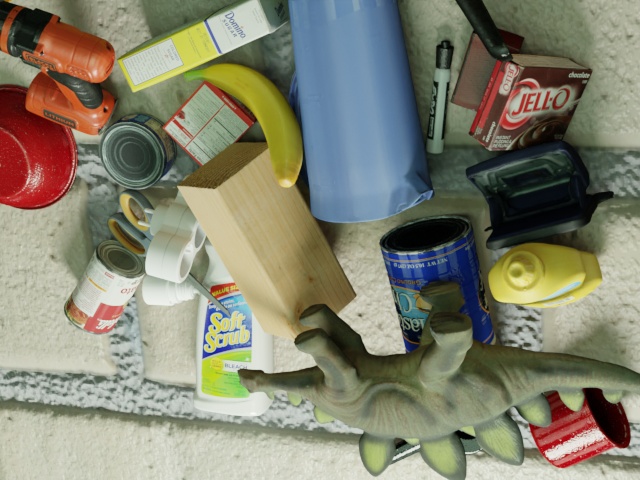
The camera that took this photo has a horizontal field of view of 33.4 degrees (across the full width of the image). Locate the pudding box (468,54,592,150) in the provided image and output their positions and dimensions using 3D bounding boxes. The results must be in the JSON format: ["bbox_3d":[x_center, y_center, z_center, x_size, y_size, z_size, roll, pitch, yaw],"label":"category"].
[{"bbox_3d":[0.210,-0.138,1.065,0.039,0.113,0.090,43,126,37],"label":"pudding box"}]

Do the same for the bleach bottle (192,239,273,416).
[{"bbox_3d":[-0.109,0.085,1.285,0.103,0.068,0.251,5,111,17],"label":"bleach bottle"}]

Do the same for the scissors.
[{"bbox_3d":[-0.177,0.008,1.255,0.202,0.016,0.096,29,132,27],"label":"scissors"}]

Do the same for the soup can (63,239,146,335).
[{"bbox_3d":[-0.265,0.058,1.316,0.068,0.068,0.102,34,117,0],"label":"soup can"}]

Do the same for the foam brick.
[{"bbox_3d":[0.171,-0.175,1.092,0.051,0.053,0.078,19,118,8],"label":"foam brick"}]

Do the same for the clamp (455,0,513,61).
[{"bbox_3d":[0.130,-0.269,1.037,0.210,0.036,0.164,19,83,21],"label":"clamp"}]

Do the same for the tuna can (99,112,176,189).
[{"bbox_3d":[-0.215,-0.104,1.249,0.086,0.033,0.086,6,114,14],"label":"tuna can"}]

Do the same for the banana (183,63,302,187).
[{"bbox_3d":[-0.065,-0.133,1.129,0.069,0.037,0.198,-40,59,-4],"label":"banana"}]

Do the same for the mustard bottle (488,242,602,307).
[{"bbox_3d":[0.224,0.036,1.089,0.096,0.191,0.058,-16,79,23],"label":"mustard bottle"}]

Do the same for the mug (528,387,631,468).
[{"bbox_3d":[0.297,0.210,1.209,0.082,0.093,0.117,-33,136,31],"label":"mug"}]

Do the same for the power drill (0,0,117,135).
[{"bbox_3d":[-0.302,-0.190,1.161,0.184,0.188,0.057,22,75,5],"label":"power drill"}]

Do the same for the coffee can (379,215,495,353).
[{"bbox_3d":[0.130,0.056,1.176,0.103,0.102,0.140,-8,110,20],"label":"coffee can"}]

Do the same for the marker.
[{"bbox_3d":[0.127,-0.152,1.133,0.020,0.020,0.121,10,115,13],"label":"marker"}]

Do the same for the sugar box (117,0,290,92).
[{"bbox_3d":[-0.120,-0.217,1.138,0.176,0.093,0.048,-16,108,23],"label":"sugar box"}]

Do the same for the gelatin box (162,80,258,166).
[{"bbox_3d":[-0.124,-0.134,1.212,0.073,0.030,0.089,44,117,-6],"label":"gelatin box"}]

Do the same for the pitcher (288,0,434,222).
[{"bbox_3d":[0.030,-0.149,1.113,0.149,0.145,0.243,-8,107,7],"label":"pitcher"}]

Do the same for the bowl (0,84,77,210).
[{"bbox_3d":[-0.378,-0.103,1.288,0.162,0.055,0.162,7,114,15],"label":"bowl"}]

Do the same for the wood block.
[{"bbox_3d":[-0.057,0.001,1.183,0.091,0.090,0.206,7,131,55],"label":"wood block"}]
